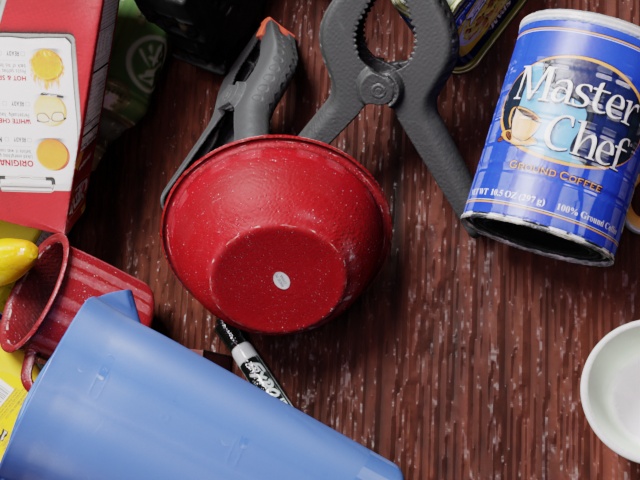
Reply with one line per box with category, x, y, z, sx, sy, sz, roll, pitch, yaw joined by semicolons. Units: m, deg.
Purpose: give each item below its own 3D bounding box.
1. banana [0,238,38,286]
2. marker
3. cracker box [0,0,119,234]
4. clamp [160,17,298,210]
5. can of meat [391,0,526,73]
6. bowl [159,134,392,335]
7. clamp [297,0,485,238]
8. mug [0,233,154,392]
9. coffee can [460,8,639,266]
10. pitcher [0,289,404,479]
banana;-0.294;0.003;0.811;0.198;0.037;0.070;20;130;20
marker;-0.042;0.104;0.782;0.020;0.020;0.121;-39;68;9
cracker box;-0.240;-0.130;0.778;0.164;0.072;0.214;14;110;0
clamp;-0.064;-0.092;0.804;0.120;0.039;0.171;-21;40;39
can of meat;0.102;-0.180;0.756;0.057;0.083;0.102;39;94;24
bowl;-0.029;0.011;0.722;0.162;0.162;0.055;-25;33;14
clamp;0.053;-0.100;0.724;0.164;0.036;0.210;16;118;9
mug;-0.178;0.064;0.777;0.093;0.081;0.117;-20;49;48
coffee can;0.161;-0.065;0.697;0.103;0.102;0.140;16;84;23
pitcher;-0.077;0.153;0.680;0.242;0.145;0.149;27;106;-4
